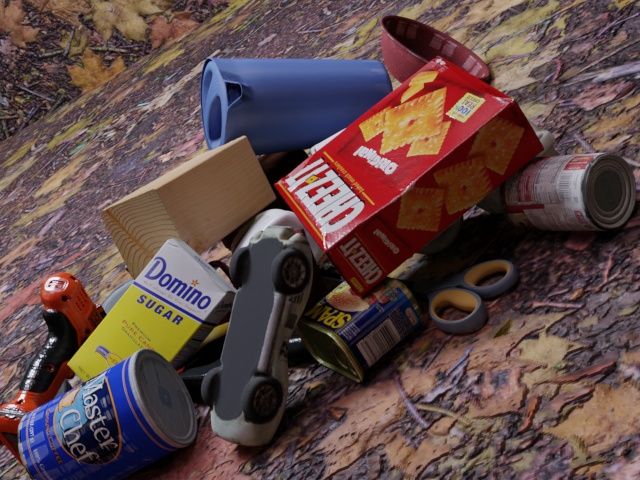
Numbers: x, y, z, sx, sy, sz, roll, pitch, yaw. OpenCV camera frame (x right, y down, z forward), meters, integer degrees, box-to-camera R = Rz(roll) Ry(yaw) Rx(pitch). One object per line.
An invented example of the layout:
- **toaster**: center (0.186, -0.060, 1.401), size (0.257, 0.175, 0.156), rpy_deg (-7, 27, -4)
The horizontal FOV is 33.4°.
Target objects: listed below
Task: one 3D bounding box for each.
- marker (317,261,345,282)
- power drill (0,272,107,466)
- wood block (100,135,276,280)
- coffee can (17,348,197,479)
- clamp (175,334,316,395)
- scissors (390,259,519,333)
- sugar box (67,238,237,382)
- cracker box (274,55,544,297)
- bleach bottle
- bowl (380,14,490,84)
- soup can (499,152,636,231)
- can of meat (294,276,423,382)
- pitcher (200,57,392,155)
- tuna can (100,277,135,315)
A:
- **marker**: center (0.007, 0.033, 1.159), size (0.020, 0.020, 0.121), rpy_deg (-43, 23, -21)
- **power drill**: center (-0.283, 0.155, 1.176), size (0.057, 0.184, 0.187), rpy_deg (2, 52, 16)
- **wood block**: center (-0.149, -0.041, 1.250), size (0.090, 0.091, 0.205), rpy_deg (-19, 12, 31)
- **coffee can**: center (-0.206, 0.181, 1.037), size (0.140, 0.102, 0.103), rpy_deg (-29, 22, 14)
- **clamp**: center (-0.072, 0.106, 1.094), size (0.172, 0.039, 0.120), rpy_deg (-21, 17, 15)
- **scissors**: center (0.116, 0.036, 0.997), size (0.096, 0.016, 0.202), rpy_deg (-35, 21, -5)
- **sugar box**: center (-0.174, 0.093, 1.117), size (0.176, 0.093, 0.048), rpy_deg (-52, -19, 6)
- **cracker box**: center (0.076, -0.069, 1.000), size (0.213, 0.072, 0.164), rpy_deg (-38, 31, 0)
- **bleach bottle**: center (-0.058, 0.002, 1.229), size (0.102, 0.068, 0.251), rpy_deg (-46, 11, 2)
- **bowl**: center (0.140, -0.232, 1.403), size (0.162, 0.162, 0.055), rpy_deg (-79, 15, -61)
- **soup can**: center (0.218, -0.043, 0.944), size (0.068, 0.068, 0.102), rpy_deg (-44, 24, -25)
- **can of meat**: center (0.035, 0.075, 0.978), size (0.083, 0.057, 0.102), rpy_deg (-38, 22, -17)
- **pitcher**: center (-0.035, -0.177, 1.414), size (0.242, 0.145, 0.149), rpy_deg (-6, 36, -19)
- **tuna can**: center (-0.250, 0.083, 1.410), size (0.086, 0.033, 0.086), rpy_deg (-29, 22, 13)
